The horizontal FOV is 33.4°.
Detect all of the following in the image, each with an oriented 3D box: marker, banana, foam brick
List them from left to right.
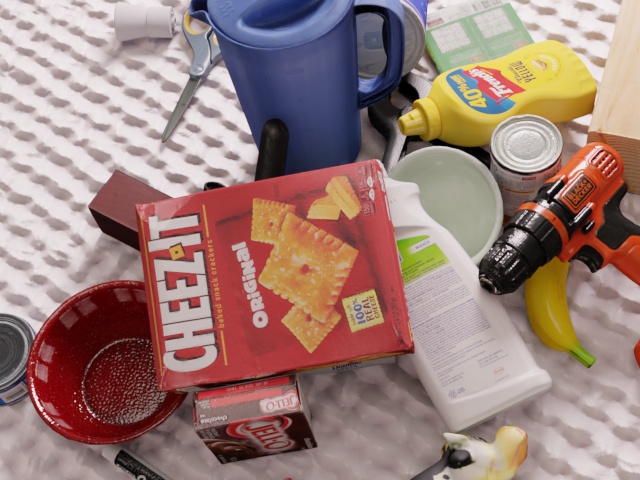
[{"bbox_3d":[-0.183,-0.025,1.068,0.078,0.053,0.051,26,67,20],"label":"foam brick"},{"bbox_3d":[-0.143,0.214,0.944,0.121,0.020,0.020,29,68,22],"label":"marker"},{"bbox_3d":[0.228,0.024,0.994,0.069,0.037,0.197,16,64,-3],"label":"banana"}]

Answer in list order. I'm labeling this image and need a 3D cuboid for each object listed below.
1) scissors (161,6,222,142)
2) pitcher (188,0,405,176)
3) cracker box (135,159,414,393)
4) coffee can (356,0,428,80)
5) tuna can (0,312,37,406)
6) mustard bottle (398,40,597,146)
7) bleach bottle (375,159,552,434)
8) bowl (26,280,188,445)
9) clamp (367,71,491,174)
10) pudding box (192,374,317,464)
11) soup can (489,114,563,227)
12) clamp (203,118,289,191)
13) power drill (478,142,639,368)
[{"bbox_3d":[-0.146,-0.198,1.184,0.096,0.016,0.201,29,68,24],"label":"scissors"},{"bbox_3d":[-0.013,-0.157,1.009,0.145,0.243,0.149,-41,63,-16],"label":"pitcher"},{"bbox_3d":[-0.039,0.032,0.904,0.214,0.072,0.164,-10,79,6],"label":"cracker box"},{"bbox_3d":[0.062,-0.246,1.110,0.103,0.103,0.140,1,43,8],"label":"coffee can"},{"bbox_3d":[-0.306,0.113,1.017,0.086,0.034,0.086,-4,60,6],"label":"tuna can"},{"bbox_3d":[0.165,-0.137,1.046,0.191,0.058,0.096,-18,49,-14],"label":"mustard bottle"},{"bbox_3d":[0.102,0.038,0.946,0.102,0.068,0.251,-26,75,2],"label":"bleach bottle"},{"bbox_3d":[-0.184,0.119,0.983,0.162,0.055,0.162,-4,60,6],"label":"bowl"},{"bbox_3d":[0.087,-0.111,1.085,0.120,0.039,0.171,-18,53,-17],"label":"clamp"},{"bbox_3d":[-0.054,0.154,0.911,0.090,0.113,0.039,-10,65,3],"label":"pudding box"},{"bbox_3d":[0.192,-0.063,1.008,0.068,0.102,0.068,-4,59,6],"label":"soup can"},{"bbox_3d":[-0.057,0.001,0.995,0.036,0.165,0.210,0,64,-28],"label":"clamp"},{"bbox_3d":[0.248,0.028,0.929,0.187,0.057,0.184,45,69,1],"label":"power drill"}]
